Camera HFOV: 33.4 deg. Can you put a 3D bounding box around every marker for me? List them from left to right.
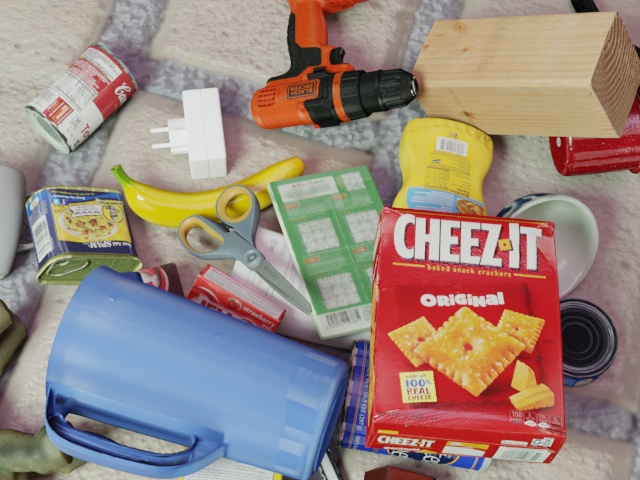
[{"bbox_3d":[0.004,0.210,1.016,0.020,0.020,0.121,-21,71,-11],"label":"marker"}]

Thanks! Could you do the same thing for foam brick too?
[{"bbox_3d":[0.068,0.252,0.977,0.051,0.053,0.078,17,66,-19],"label":"foam brick"}]

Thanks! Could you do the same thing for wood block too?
[{"bbox_3d":[0.206,-0.166,1.084,0.206,0.090,0.090,7,63,39],"label":"wood block"}]

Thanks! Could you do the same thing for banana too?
[{"bbox_3d":[-0.112,-0.046,1.092,0.197,0.070,0.037,-4,31,-12],"label":"banana"}]

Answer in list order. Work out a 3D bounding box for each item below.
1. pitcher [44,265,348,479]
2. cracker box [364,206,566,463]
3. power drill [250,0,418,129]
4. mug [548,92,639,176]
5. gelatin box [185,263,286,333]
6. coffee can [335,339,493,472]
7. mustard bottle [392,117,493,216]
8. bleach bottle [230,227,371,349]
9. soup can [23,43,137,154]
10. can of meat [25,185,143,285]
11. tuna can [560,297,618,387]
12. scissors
[{"bbox_3d":[-0.107,0.127,0.920,0.243,0.145,0.149,18,92,8],"label":"pitcher"},{"bbox_3d":[0.126,0.080,0.942,0.164,0.072,0.213,5,59,-1],"label":"cracker box"},{"bbox_3d":[0.019,-0.209,1.136,0.185,0.057,0.187,-5,62,22],"label":"power drill"},{"bbox_3d":[0.288,-0.122,1.130,0.081,0.093,0.117,-7,64,-1],"label":"mug"},{"bbox_3d":[-0.088,0.076,1.001,0.089,0.073,0.030,30,26,1],"label":"gelatin box"},{"bbox_3d":[0.091,0.154,0.998,0.140,0.103,0.103,9,68,1],"label":"coffee can"},{"bbox_3d":[0.121,-0.034,1.080,0.096,0.058,0.191,14,56,-5],"label":"mustard bottle"},{"bbox_3d":[0.034,0.069,1.052,0.251,0.068,0.102,18,66,2],"label":"bleach bottle"},{"bbox_3d":[-0.252,-0.149,1.121,0.068,0.068,0.102,38,71,12],"label":"soup can"},{"bbox_3d":[-0.235,-0.005,1.054,0.101,0.058,0.084,3,60,-39],"label":"can of meat"},{"bbox_3d":[0.252,0.101,1.066,0.086,0.034,0.086,1,68,-3],"label":"tuna can"},{"bbox_3d":[-0.057,0.001,1.014,0.202,0.016,0.096,20,68,39],"label":"scissors"}]
